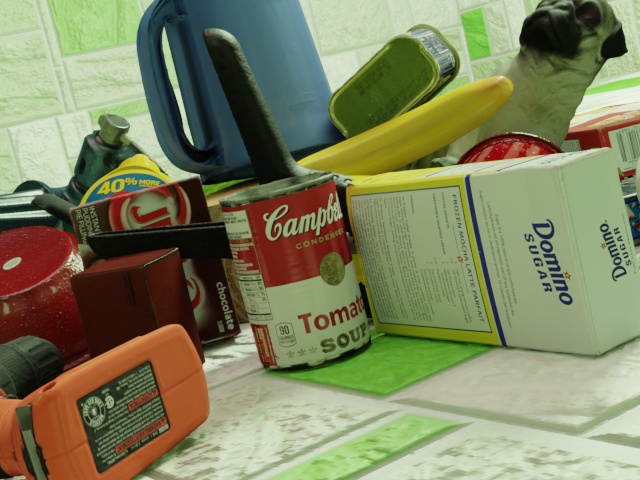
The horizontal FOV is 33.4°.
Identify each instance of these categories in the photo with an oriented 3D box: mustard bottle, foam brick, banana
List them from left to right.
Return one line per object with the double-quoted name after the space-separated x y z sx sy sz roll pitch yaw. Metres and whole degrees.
-0.164 -0.013 0.934 0.096 0.058 0.191 -5 40 0 "mustard bottle"
-0.110 0.050 0.649 0.053 0.078 0.051 -9 8 18 "foam brick"
0.054 -0.071 0.794 0.198 0.037 0.069 -23 3 16 "banana"

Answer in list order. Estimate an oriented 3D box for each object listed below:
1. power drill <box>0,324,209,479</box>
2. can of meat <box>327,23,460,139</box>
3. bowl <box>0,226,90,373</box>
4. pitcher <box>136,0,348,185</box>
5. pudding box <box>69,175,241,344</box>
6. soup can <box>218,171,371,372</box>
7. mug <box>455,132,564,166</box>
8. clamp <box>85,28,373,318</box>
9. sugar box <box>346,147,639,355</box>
-0.151 0.086 0.540 0.188 0.057 0.184 -12 11 32 "power drill"
0.060 -0.126 0.874 0.102 0.057 0.083 -42 0 22 "can of meat"
-0.220 0.037 0.787 0.162 0.055 0.162 -7 34 5 "bowl"
-0.078 -0.172 0.902 0.145 0.243 0.149 -17 0 5 "pitcher"
-0.111 0.021 0.721 0.090 0.113 0.039 -15 0 -9 "pudding box"
-0.014 0.017 0.616 0.068 0.102 0.068 -13 7 2 "soup can"
0.130 -0.017 0.677 0.117 0.093 0.081 -8 14 20 "mug"
-0.035 -0.007 0.673 0.165 0.210 0.036 -51 2 14 "clamp"
0.085 0.006 0.564 0.048 0.093 0.177 -19 10 -33 "sugar box"
